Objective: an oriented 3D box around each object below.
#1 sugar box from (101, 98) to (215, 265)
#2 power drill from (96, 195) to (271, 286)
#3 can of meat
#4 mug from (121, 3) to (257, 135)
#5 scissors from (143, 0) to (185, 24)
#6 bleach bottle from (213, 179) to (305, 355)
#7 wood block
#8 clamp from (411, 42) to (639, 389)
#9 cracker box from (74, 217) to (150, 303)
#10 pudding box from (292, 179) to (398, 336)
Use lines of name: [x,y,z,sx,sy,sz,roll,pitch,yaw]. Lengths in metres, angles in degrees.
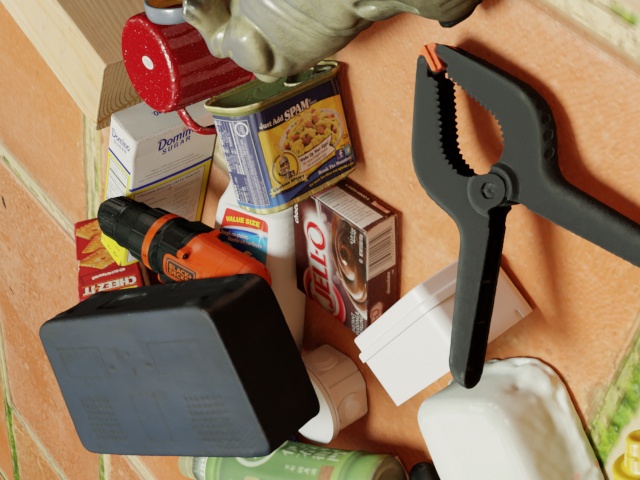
sugar box: [-0.151,-0.058,0.989,0.048,0.093,0.176,46,144,25]
power drill: [-0.125,0.064,0.937,0.185,0.057,0.188,27,131,31]
can of meat: [-0.025,-0.077,0.785,0.058,0.101,0.084,15,126,50]
mug: [-0.104,-0.142,0.869,0.093,0.081,0.117,0,112,56]
scissors: [-0.143,-0.197,0.848,0.202,0.096,0.016,8,126,30]
bleach bottle: [-0.056,0.001,0.923,0.103,0.068,0.251,34,136,32]
wood block: [-0.217,-0.214,0.974,0.206,0.090,0.090,51,147,18]
clamp: [0.105,-0.022,0.651,0.165,0.036,0.210,-38,73,29]
cracker box: [-0.208,0.084,1.120,0.214,0.072,0.164,-119,18,-65]
pudding box: [0.019,0.011,0.842,0.090,0.039,0.113,35,139,38]
